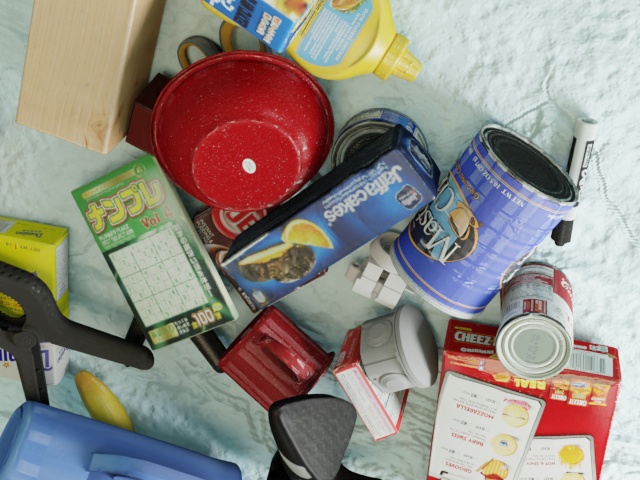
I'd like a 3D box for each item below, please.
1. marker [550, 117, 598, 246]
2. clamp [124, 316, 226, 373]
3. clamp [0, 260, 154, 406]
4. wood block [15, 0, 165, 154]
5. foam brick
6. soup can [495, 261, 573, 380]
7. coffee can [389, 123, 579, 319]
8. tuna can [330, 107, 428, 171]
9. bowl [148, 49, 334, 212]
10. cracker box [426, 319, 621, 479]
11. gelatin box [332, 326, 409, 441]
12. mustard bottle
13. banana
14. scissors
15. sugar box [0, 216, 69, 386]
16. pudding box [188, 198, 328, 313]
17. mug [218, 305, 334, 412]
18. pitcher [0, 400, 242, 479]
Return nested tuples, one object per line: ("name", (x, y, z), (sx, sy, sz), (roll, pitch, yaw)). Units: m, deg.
("marker", (0.223, -0.049, 0.942), (0.020, 0.020, 0.121), (11, 117, 8))
("clamp", (-0.147, 0.061, 1.072), (0.120, 0.039, 0.171), (7, 117, 8))
("clamp", (-0.278, 0.089, 1.068), (0.165, 0.036, 0.210), (-24, 115, 19))
("wood block", (-0.193, -0.194, 0.930), (0.091, 0.090, 0.206), (19, 119, 3))
("foam brick", (-0.129, -0.104, 0.972), (0.078, 0.053, 0.051), (27, 134, 1))
("soup can", (0.193, 0.071, 0.961), (0.068, 0.102, 0.068), (5, 116, 10))
("coffee can", (0.141, -0.016, 0.931), (0.103, 0.102, 0.140), (34, 118, -4))
("tuna can", (0.053, -0.074, 0.962), (0.086, 0.033, 0.086), (5, 116, 11))
("bowl", (-0.065, -0.079, 0.911), (0.162, 0.055, 0.162), (-4, 129, -5))
("cracker box", (0.191, 0.192, 1.039), (0.164, 0.072, 0.214), (8, 118, 10))
("gelatin box", (0.049, 0.138, 1.044), (0.030, 0.073, 0.089), (-24, 108, 23))
("mustard bottle", (0.002, -0.192, 0.902), (0.191, 0.058, 0.096), (32, 104, -3))
("banana", (-0.230, 0.233, 1.176), (0.070, 0.037, 0.198), (4, 116, 9))
("scissors", (-0.039, -0.126, 0.967), (0.201, 0.016, 0.096), (38, 123, -6))
("sugar box", (-0.311, 0.065, 1.109), (0.093, 0.048, 0.176), (10, 116, 8))
("pudding box", (-0.057, 0.001, 1.021), (0.090, 0.039, 0.113), (-29, 106, 23))
("mug", (-0.044, 0.117, 1.037), (0.081, 0.117, 0.093), (43, 77, -4))
("pitcher", (-0.206, 0.250, 1.085), (0.242, 0.145, 0.149), (25, 105, -19))
